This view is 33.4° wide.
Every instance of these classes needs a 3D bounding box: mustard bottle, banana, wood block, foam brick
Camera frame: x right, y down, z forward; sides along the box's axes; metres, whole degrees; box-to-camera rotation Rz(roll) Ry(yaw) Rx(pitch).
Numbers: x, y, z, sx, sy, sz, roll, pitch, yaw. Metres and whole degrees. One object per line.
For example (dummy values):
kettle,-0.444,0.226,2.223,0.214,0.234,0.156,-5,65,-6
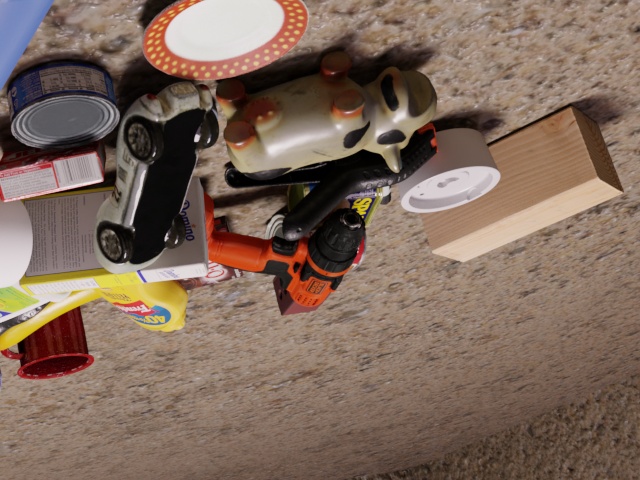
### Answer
mustard bottle,-0.202,0.053,1.183,0.096,0.058,0.191,3,154,26
banana,-0.294,0.072,1.236,0.197,0.037,0.069,-23,141,-10
wood block,0.220,-0.059,1.208,0.206,0.091,0.090,-26,158,28
foam brick,-0.024,0.061,1.416,0.051,0.053,0.078,-6,158,-22

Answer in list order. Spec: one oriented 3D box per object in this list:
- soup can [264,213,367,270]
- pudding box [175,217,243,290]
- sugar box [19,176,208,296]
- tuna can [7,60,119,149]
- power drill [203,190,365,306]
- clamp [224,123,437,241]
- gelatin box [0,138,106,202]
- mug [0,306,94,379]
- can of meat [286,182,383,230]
soup can,-0.006,0.002,1.246,0.102,0.068,0.069,0,155,-35
pudding box,-0.142,0.019,1.238,0.090,0.039,0.113,-14,160,-2
sugar box,-0.198,-0.004,1.025,0.176,0.093,0.048,-5,161,-2
tuna can,-0.207,-0.108,0.856,0.086,0.034,0.086,-13,160,-5
power drill,-0.057,0.001,1.113,0.187,0.057,0.185,17,149,-8
clamp,0.016,-0.071,1.046,0.209,0.165,0.036,-25,122,-23
gelatin box,-0.230,-0.064,0.913,0.089,0.030,0.073,-12,-160,-5
mug,-0.340,0.117,1.302,0.117,0.081,0.093,3,154,-40
can of meat,0.013,-0.050,1.138,0.083,0.057,0.102,-7,159,-13
